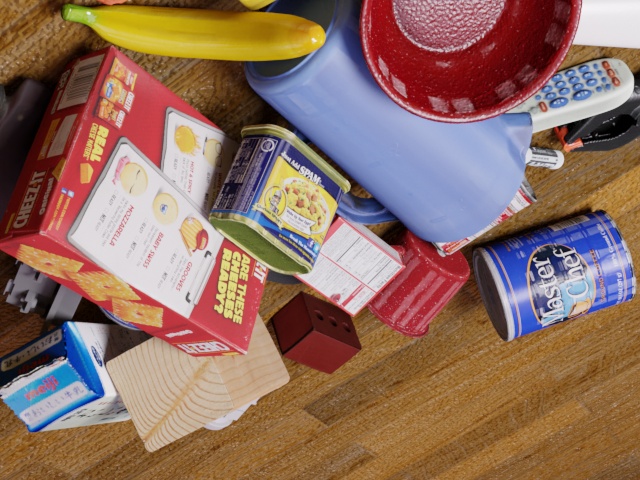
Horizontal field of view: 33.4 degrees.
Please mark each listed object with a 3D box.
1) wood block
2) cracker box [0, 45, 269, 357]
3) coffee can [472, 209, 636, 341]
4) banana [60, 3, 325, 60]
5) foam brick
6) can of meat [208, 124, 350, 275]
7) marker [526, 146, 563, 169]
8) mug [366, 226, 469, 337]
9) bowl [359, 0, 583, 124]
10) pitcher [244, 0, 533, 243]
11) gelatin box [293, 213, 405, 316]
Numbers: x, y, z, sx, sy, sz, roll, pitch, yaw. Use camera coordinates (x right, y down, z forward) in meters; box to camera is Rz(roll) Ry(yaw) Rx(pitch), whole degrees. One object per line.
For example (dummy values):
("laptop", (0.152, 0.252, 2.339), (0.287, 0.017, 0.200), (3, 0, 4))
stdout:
("wood block", (-0.108, 0.125, 1.011), (0.091, 0.090, 0.206), (-28, 174, 10))
("cracker box", (-0.132, -0.023, 0.843), (0.072, 0.164, 0.213), (-9, 147, 40))
("coffee can", (0.243, 0.036, 1.122), (0.140, 0.103, 0.103), (-18, 140, -3))
("banana", (-0.086, -0.150, 0.780), (0.198, 0.069, 0.037), (6, 104, 14))
("foam brick", (-0.004, 0.099, 1.130), (0.051, 0.053, 0.078), (-42, 136, 23))
("can of meat", (-0.033, -0.030, 0.854), (0.058, 0.084, 0.102), (2, 153, 44))
("marker", (0.198, -0.079, 1.003), (0.020, 0.020, 0.120), (-45, 158, 26))
("mug", (0.086, 0.034, 1.067), (0.117, 0.093, 0.082), (18, 122, -35))
("bowl", (0.101, -0.167, 0.761), (0.162, 0.055, 0.162), (-5, 121, -9))
("pitcher", (0.045, -0.101, 0.875), (0.242, 0.145, 0.149), (34, 83, -40))
("gelatin box", (0.023, 0.020, 1.001), (0.089, 0.030, 0.073), (36, 109, -25))
